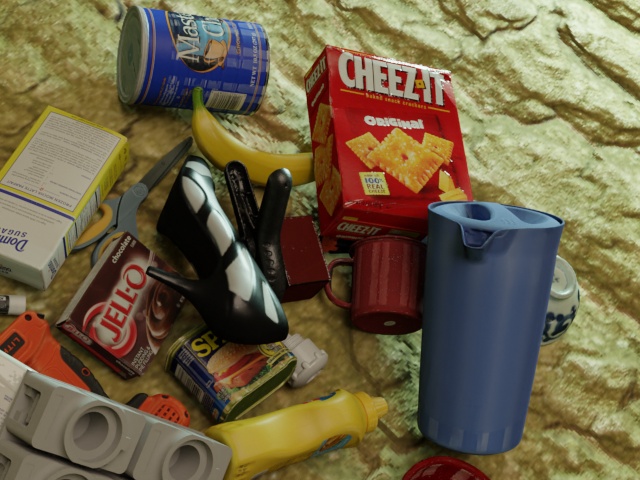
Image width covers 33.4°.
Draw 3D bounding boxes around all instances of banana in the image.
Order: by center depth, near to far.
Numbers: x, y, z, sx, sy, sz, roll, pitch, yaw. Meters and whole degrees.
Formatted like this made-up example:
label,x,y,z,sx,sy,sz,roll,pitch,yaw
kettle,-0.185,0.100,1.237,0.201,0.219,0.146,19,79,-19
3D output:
label,x,y,z,sx,sy,sz,roll,pitch,yaw
banana,-0.067,-0.093,1.144,0.197,0.070,0.037,24,10,-37

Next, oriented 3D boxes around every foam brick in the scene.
label,x,y,z,sx,sy,sz,roll,pitch,yaw
foam brick,-0.031,0.019,1.114,0.051,0.053,0.078,-6,68,-28

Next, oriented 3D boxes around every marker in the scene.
label,x,y,z,sx,sy,sz,roll,pitch,yaw
marker,-0.331,0.057,0.971,0.121,0.020,0.020,4,64,-24

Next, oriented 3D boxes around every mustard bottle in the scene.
label,x,y,z,sx,sy,sz,roll,pitch,yaw
mustard bottle,-0.018,0.182,1.011,0.191,0.096,0.058,-12,70,-30

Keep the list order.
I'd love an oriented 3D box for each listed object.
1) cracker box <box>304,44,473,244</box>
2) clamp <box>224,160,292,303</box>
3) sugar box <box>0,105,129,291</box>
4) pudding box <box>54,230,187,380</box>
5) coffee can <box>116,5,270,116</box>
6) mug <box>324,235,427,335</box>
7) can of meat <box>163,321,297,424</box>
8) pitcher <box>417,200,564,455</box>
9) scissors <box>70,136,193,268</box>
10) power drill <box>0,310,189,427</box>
label,x,y,z,sx,sy,sz,roll,pitch,yaw
cracker box,0.076,-0.100,1.170,0.164,0.072,0.213,8,59,-23
clamp,-0.057,0.001,1.065,0.039,0.120,0.171,-9,94,-23
sugar box,-0.264,-0.043,1.028,0.093,0.048,0.176,22,58,7
pudding box,-0.185,0.062,1.014,0.090,0.039,0.113,42,52,-22
coffee can,-0.137,-0.190,1.140,0.140,0.103,0.103,3,64,-25
mug,0.061,0.049,1.127,0.117,0.093,0.081,7,66,-4
can of meat,-0.084,0.117,1.025,0.101,0.057,0.084,-33,69,-35
pitcher,0.166,0.083,1.079,0.149,0.145,0.243,-1,104,-25
scissors,-0.181,-0.029,1.090,0.201,0.016,0.096,-33,84,-34
power drill,-0.234,0.169,0.940,0.187,0.057,0.184,42,57,-3
